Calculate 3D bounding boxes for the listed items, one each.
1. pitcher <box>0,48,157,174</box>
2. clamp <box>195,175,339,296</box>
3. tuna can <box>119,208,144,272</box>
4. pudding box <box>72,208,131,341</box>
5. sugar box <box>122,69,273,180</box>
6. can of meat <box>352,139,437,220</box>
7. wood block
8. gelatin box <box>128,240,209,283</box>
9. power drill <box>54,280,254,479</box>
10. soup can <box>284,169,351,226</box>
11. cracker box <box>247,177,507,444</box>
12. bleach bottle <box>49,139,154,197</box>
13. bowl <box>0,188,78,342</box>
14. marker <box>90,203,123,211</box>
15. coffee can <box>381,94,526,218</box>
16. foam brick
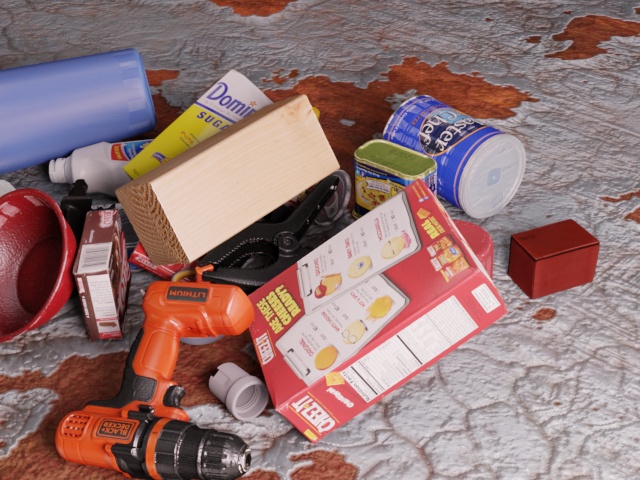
[{"bbox_3d":[-0.336,-0.164,1.352,0.242,0.145,0.149,-14,43,-7],"label":"pitcher"},{"bbox_3d":[-0.026,0.017,1.105,0.209,0.036,0.165,-22,53,-26],"label":"clamp"},{"bbox_3d":[-0.211,-0.002,1.199,0.086,0.034,0.086,-2,34,1],"label":"tuna can"},{"bbox_3d":[-0.222,0.034,1.097,0.039,0.090,0.113,-4,35,1],"label":"pudding box"},{"bbox_3d":[-0.129,-0.107,1.220,0.176,0.048,0.093,-45,66,-6],"label":"sugar box"},{"bbox_3d":[0.085,-0.059,1.213,0.102,0.084,0.057,24,43,34],"label":"can of meat"},{"bbox_3d":[-0.095,-0.064,1.111,0.205,0.091,0.090,-34,15,-30],"label":"wood block"},{"bbox_3d":[-0.153,0.000,1.144,0.073,0.030,0.089,29,59,-9],"label":"gelatin box"},{"bbox_3d":[-0.123,0.124,0.942,0.185,0.057,0.187,3,49,22],"label":"power drill"},{"bbox_3d":[-0.024,-0.065,1.246,0.102,0.068,0.068,25,43,36],"label":"soup can"},{"bbox_3d":[0.044,0.061,0.976,0.214,0.072,0.164,-36,35,8],"label":"cracker box"},{"bbox_3d":[-0.206,-0.084,1.296,0.251,0.068,0.102,-2,33,6],"label":"bleach bottle"},{"bbox_3d":[-0.301,0.030,1.097,0.162,0.162,0.055,27,0,36],"label":"bowl"},{"bbox_3d":[-0.260,-0.033,1.261,0.121,0.020,0.020,-5,34,-3],"label":"marker"},{"bbox_3d":[0.154,-0.100,1.250,0.102,0.103,0.140,-25,40,-29],"label":"coffee can"},{"bbox_3d":[0.243,0.018,1.116,0.078,0.051,0.053,-14,35,-16],"label":"foam brick"}]
